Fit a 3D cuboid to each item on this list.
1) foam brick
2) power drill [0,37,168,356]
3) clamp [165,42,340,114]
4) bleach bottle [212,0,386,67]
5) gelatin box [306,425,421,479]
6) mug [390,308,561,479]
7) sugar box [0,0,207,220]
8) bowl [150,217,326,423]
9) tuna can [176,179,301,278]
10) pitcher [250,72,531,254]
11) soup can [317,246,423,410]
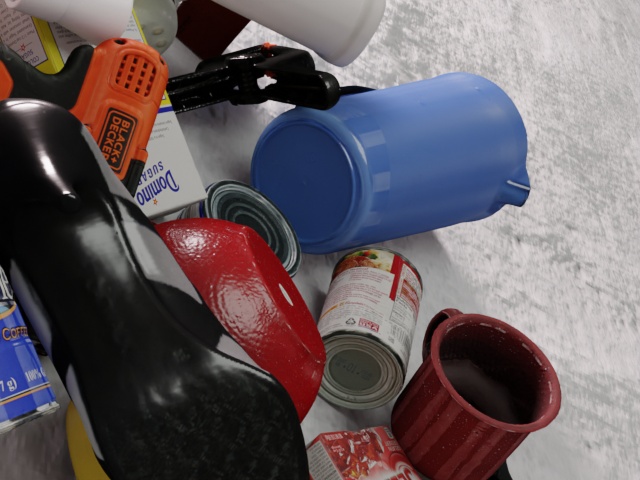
[{"bbox_3d":[-0.079,-0.192,0.866,0.053,0.078,0.051,41,34,-12],"label":"foam brick"},{"bbox_3d":[-0.185,-0.050,0.563,0.187,0.057,0.184,24,69,-25],"label":"power drill"},{"bbox_3d":[-0.046,-0.120,0.794,0.209,0.165,0.036,-50,136,-66],"label":"clamp"},{"bbox_3d":[-0.076,-0.198,0.719,0.250,0.068,0.103,15,29,-40],"label":"bleach bottle"},{"bbox_3d":[0.032,0.153,0.658,0.089,0.030,0.073,10,42,-57],"label":"gelatin box"},{"bbox_3d":[0.094,0.100,0.710,0.093,0.082,0.117,3,47,-27],"label":"mug"},{"bbox_3d":[-0.142,-0.093,0.667,0.093,0.048,0.176,-22,94,-56],"label":"sugar box"},{"bbox_3d":[-0.043,0.044,0.615,0.162,0.055,0.162,58,7,-11],"label":"bowl"},{"bbox_3d":[-0.055,0.001,0.728,0.086,0.034,0.086,32,35,-26],"label":"tuna can"},{"bbox_3d":[0.049,-0.067,0.855,0.242,0.149,0.145,-16,92,-53],"label":"pitcher"},{"bbox_3d":[0.032,0.060,0.739,0.068,0.069,0.102,40,33,-14],"label":"soup can"}]
